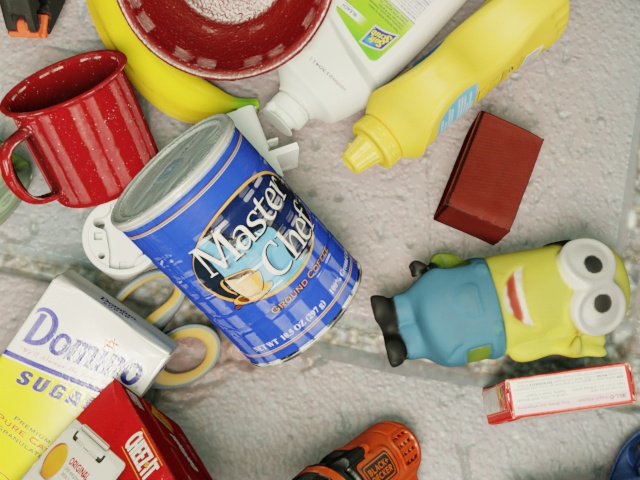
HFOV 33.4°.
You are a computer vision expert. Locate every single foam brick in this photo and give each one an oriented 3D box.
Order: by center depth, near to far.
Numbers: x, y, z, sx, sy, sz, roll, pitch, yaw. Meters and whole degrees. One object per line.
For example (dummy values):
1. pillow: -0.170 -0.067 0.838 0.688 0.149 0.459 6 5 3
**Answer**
1. foam brick: 0.123 -0.045 0.786 0.051 0.053 0.078 22 78 2

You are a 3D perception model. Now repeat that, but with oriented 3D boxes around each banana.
1. banana: -0.132 -0.156 0.806 0.069 0.037 0.198 -34 84 -39

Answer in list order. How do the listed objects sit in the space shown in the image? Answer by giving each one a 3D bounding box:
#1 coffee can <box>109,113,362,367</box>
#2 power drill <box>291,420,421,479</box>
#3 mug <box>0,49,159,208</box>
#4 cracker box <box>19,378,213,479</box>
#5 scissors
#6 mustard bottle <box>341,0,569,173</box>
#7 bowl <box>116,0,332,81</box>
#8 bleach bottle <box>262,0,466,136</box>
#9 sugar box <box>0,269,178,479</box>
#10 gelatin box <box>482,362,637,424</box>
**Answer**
1. coffee can: -0.055 0.001 0.712 0.102 0.103 0.140 -47 112 -12
2. power drill: 0.042 0.222 0.675 0.057 0.184 0.187 -31 86 36
3. mug: -0.170 -0.069 0.740 0.093 0.081 0.117 9 41 40
4. cracker box: -0.147 0.212 0.622 0.213 0.164 0.072 -47 126 -1
5. scissors: -0.149 0.110 0.750 0.096 0.016 0.202 35 95 -20
6. mustard bottle: 0.092 -0.115 0.777 0.191 0.096 0.058 -41 86 -11
7. bowl: -0.068 -0.200 0.772 0.162 0.055 0.162 0 107 1
8. bleach bottle: 0.044 -0.184 0.808 0.102 0.068 0.250 41 81 5
9. sugar box: -0.182 0.117 0.711 0.093 0.048 0.176 34 96 -1
10. gelatin box: 0.165 0.106 0.743 0.089 0.073 0.030 -8 78 -5
